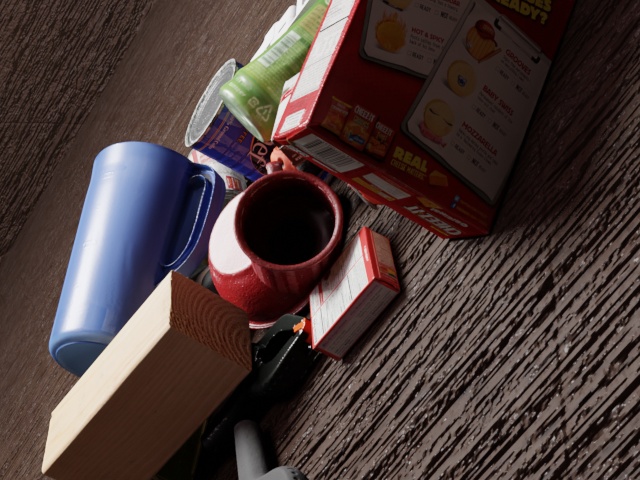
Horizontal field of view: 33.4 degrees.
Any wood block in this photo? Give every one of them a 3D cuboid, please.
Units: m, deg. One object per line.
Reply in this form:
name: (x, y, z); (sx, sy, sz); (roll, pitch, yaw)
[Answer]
wood block: (-0.161, 0.140, 0.991); (0.206, 0.090, 0.090); (-48, 26, 22)

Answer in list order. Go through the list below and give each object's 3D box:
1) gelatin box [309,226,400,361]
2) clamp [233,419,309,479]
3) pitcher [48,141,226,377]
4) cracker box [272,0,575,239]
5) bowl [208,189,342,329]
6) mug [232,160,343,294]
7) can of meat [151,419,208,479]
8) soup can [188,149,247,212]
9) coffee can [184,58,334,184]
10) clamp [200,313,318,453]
gelatin box: (0.027, 0.044, 0.883); (0.089, 0.030, 0.073); (-52, 24, 27)
clamp: (-0.056, 0.231, 0.838); (0.164, 0.036, 0.210); (-66, 21, -11)
pitcher: (-0.195, 0.023, 1.126); (0.149, 0.145, 0.242); (118, 165, -55)
cracker box: (0.080, -0.131, 0.783); (0.072, 0.164, 0.213); (-9, 56, 63)
bowl: (-0.057, 0.001, 1.028); (0.162, 0.055, 0.162); (-25, 51, 34)
mug: (-0.028, -0.013, 0.933); (0.081, 0.093, 0.117); (80, 173, -68)
can of meat: (-0.163, 0.215, 1.088); (0.084, 0.057, 0.102); (-36, 33, 45)
soup can: (-0.124, -0.067, 1.308); (0.069, 0.068, 0.102); (-51, 34, 28)
coffee can: (-0.055, -0.111, 1.115); (0.103, 0.140, 0.103); (-50, 24, 31)
clamp: (-0.051, 0.110, 0.977); (0.172, 0.039, 0.120); (-42, 33, 33)
